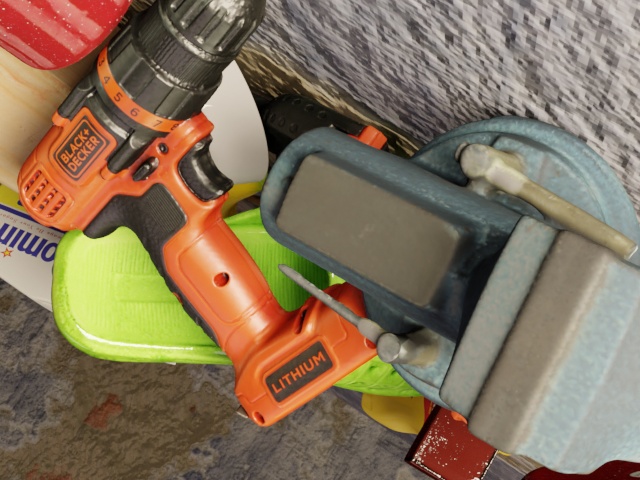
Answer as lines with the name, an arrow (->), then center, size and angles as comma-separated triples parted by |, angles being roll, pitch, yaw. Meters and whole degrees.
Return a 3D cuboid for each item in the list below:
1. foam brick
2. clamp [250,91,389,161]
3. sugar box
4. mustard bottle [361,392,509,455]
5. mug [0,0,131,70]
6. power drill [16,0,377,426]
foam brick -> 0.098, 0.155, 0.791 | 0.053, 0.051, 0.078 | 30, 171, 6
clamp -> 0.001, -0.046, 0.602 | 0.120, 0.039, 0.172 | 31, 179, -28
sugar box -> -0.189, -0.039, 0.828 | 0.093, 0.176, 0.048 | 33, 170, 2
mustard bottle -> 0.123, 0.149, 0.966 | 0.058, 0.096, 0.192 | 41, 168, -35
mug -> -0.126, -0.134, 0.476 | 0.117, 0.093, 0.081 | -19, 144, 30
power drill -> -0.041, -0.017, 0.501 | 0.187, 0.057, 0.185 | 49, 129, -1
